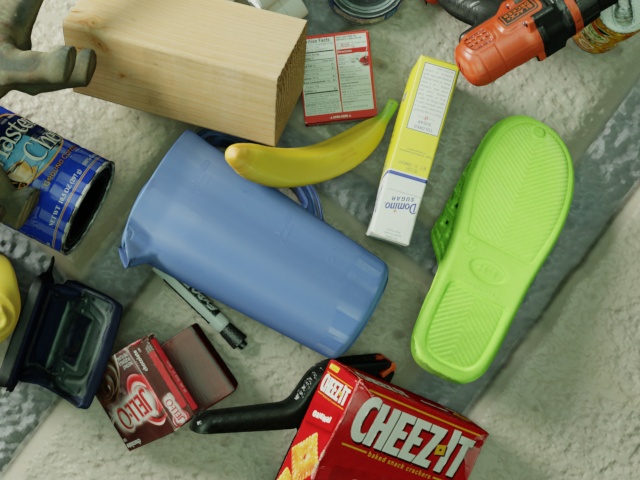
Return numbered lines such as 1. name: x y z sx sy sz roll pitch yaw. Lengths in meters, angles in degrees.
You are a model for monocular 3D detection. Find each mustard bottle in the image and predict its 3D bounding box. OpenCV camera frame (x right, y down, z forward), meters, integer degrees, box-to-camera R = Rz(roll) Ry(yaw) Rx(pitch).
1. mustard bottle: -0.316 0.055 0.980 0.058 0.192 0.096 19 89 -28

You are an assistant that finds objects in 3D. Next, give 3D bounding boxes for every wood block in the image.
1. wood block: -0.125 -0.172 1.004 0.206 0.090 0.090 15 52 8

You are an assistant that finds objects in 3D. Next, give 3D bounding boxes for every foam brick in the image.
1. foam brick: -0.124 0.127 1.050 0.051 0.053 0.078 -35 89 -1

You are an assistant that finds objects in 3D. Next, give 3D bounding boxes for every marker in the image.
1. marker: -0.119 0.064 1.066 0.121 0.020 0.020 45 89 0

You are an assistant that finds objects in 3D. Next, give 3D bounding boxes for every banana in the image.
1. banana: -0.010 -0.083 1.006 0.197 0.037 0.070 -22 128 -34

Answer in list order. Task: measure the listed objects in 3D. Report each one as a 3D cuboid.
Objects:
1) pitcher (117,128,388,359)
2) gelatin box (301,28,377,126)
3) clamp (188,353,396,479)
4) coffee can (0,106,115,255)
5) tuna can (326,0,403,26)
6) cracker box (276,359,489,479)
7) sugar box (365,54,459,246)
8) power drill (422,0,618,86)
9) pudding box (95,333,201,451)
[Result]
1. pitcher: -0.057 0.001 1.022 0.243 0.145 0.149 31 101 -4
2. gelatin box: 0.016 -0.162 1.064 0.073 0.030 0.089 -6 90 1
3. clamp: -0.018 0.171 1.027 0.210 0.036 0.164 -41 124 -12
4. coffee can: -0.284 -0.062 1.025 0.140 0.103 0.103 27 89 0
5. tuna can: 0.045 -0.260 1.062 0.086 0.034 0.086 0 89 0
6. cracker box: 0.043 0.244 1.010 0.164 0.072 0.214 25 90 -27
7. sugar box: 0.087 -0.083 1.032 0.048 0.093 0.176 18 89 0
8. power drill: 0.180 -0.240 0.994 0.184 0.188 0.057 -31 132 0
9. pudding box: -0.172 0.147 1.022 0.039 0.114 0.090 -30 89 -36
